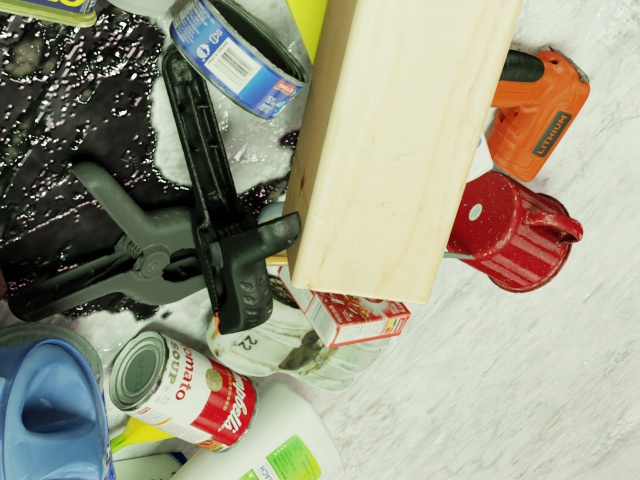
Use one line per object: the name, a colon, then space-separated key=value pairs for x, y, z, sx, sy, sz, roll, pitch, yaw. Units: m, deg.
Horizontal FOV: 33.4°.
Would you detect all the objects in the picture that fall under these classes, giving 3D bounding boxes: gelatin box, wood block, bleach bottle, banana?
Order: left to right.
bleach bottle: x=-0.097 y=0.234 z=0.891 sx=0.250 sy=0.068 sz=0.102 roll=-42 pitch=131 yaw=-20
banana: x=-0.098 y=0.164 z=0.946 sx=0.197 sy=0.037 sz=0.070 roll=14 pitch=135 yaw=-45
gelatin box: x=0.018 y=0.042 z=0.858 sx=0.073 sy=0.089 sz=0.030 roll=-6 pitch=135 yaw=-34
wood block: x=0.041 y=-0.076 z=0.632 sx=0.090 sy=0.091 sz=0.206 roll=8 pitch=121 yaw=-11

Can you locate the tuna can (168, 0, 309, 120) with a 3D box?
tuna can: x=-0.049 y=-0.112 z=0.642 sx=0.034 sy=0.086 sz=0.086 roll=-46 pitch=142 yaw=15

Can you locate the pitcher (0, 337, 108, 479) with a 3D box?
pitcher: x=-0.262 y=0.129 z=0.634 sx=0.243 sy=0.145 sz=0.149 roll=-7 pitch=102 yaw=12

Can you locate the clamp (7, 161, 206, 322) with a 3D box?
clamp: x=-0.125 y=0.000 z=0.744 sx=0.171 sy=0.039 sz=0.120 roll=-4 pitch=132 yaw=-46

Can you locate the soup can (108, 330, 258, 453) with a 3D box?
soup can: x=-0.108 y=0.120 z=0.847 sx=0.068 sy=0.068 sz=0.102 roll=-46 pitch=129 yaw=13

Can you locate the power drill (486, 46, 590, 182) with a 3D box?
power drill: x=0.103 y=-0.092 z=0.807 sx=0.187 sy=0.057 sz=0.185 roll=4 pitch=128 yaw=-41

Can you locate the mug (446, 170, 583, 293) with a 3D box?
mug: x=0.164 y=-0.010 z=0.903 sx=0.081 sy=0.117 sz=0.093 roll=24 pitch=74 yaw=-44

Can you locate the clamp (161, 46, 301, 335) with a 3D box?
clamp: x=-0.055 y=0.001 z=0.688 sx=0.036 sy=0.165 sz=0.210 roll=-19 pitch=138 yaw=-18

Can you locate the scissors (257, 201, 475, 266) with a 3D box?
scissors: x=0.031 y=-0.004 z=0.814 sx=0.201 sy=0.016 sz=0.096 roll=-2 pitch=154 yaw=-8
